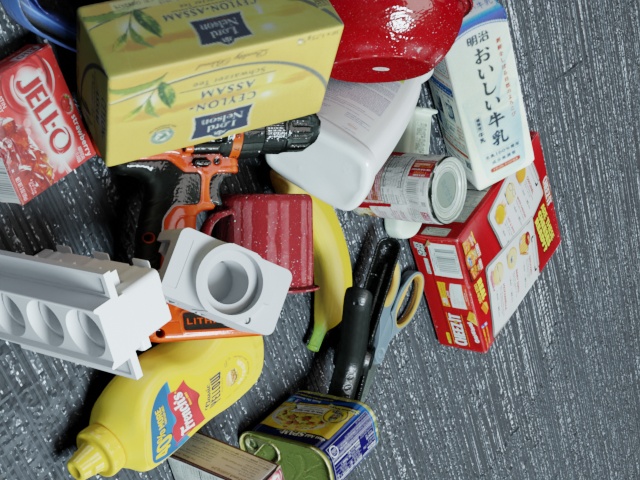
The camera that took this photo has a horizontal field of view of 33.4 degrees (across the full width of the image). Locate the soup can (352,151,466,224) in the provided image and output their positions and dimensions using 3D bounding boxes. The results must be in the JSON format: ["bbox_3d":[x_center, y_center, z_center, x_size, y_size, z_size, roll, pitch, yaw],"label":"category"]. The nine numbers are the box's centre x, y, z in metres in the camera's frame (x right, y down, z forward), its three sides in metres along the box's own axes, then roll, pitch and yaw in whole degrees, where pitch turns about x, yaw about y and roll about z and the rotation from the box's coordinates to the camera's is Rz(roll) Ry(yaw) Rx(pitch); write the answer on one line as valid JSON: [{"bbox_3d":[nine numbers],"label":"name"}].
[{"bbox_3d":[0.084,-0.054,1.052,0.068,0.102,0.068,-12,106,-51],"label":"soup can"}]

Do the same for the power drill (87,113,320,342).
[{"bbox_3d":[-0.082,-0.019,0.817,0.184,0.057,0.187,-3,89,-23],"label":"power drill"}]

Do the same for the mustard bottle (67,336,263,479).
[{"bbox_3d":[-0.124,0.126,0.847,0.191,0.058,0.096,-37,143,-42],"label":"mustard bottle"}]

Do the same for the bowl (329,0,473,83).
[{"bbox_3d":[0.048,-0.169,0.894,0.161,0.162,0.055,5,82,-53],"label":"bowl"}]

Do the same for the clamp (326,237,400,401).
[{"bbox_3d":[0.032,0.109,1.027,0.164,0.036,0.210,-36,141,-73],"label":"clamp"}]

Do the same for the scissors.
[{"bbox_3d":[0.054,0.100,1.113,0.201,0.016,0.096,-57,135,-29],"label":"scissors"}]

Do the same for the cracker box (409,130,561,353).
[{"bbox_3d":[0.193,-0.003,1.232,0.213,0.072,0.164,-49,133,-37],"label":"cracker box"}]

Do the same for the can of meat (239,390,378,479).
[{"bbox_3d":[-0.009,0.184,0.978,0.083,0.102,0.057,-37,124,-46],"label":"can of meat"}]

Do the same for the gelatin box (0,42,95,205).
[{"bbox_3d":[-0.202,-0.080,0.732,0.073,0.030,0.089,-44,129,-39],"label":"gelatin box"}]

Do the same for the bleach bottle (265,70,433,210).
[{"bbox_3d":[0.049,-0.130,0.982,0.250,0.102,0.068,-50,166,-46],"label":"bleach bottle"}]

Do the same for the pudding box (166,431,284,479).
[{"bbox_3d":[-0.072,0.215,0.889,0.039,0.114,0.090,-37,124,-39],"label":"pudding box"}]

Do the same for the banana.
[{"bbox_3d":[-0.003,0.008,0.999,0.069,0.037,0.198,-50,134,-49],"label":"banana"}]

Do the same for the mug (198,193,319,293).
[{"bbox_3d":[-0.056,0.001,0.895,0.117,0.093,0.081,-2,94,-42],"label":"mug"}]
